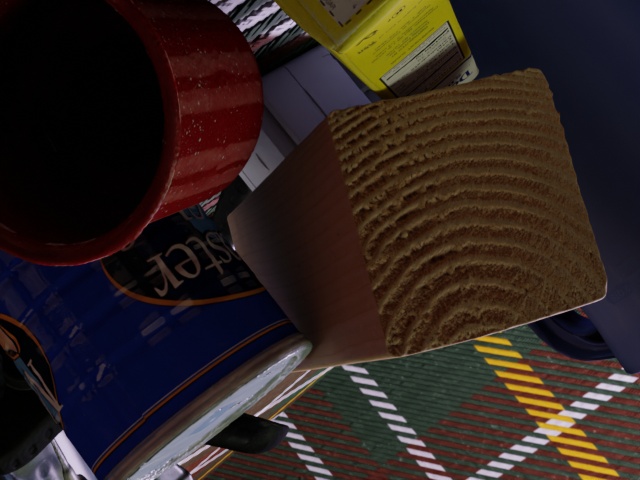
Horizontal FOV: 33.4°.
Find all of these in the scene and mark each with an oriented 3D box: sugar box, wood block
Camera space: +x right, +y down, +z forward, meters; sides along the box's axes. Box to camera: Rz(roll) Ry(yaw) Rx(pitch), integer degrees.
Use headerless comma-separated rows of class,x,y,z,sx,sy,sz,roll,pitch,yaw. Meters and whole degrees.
sugar box,0.009,-0.098,0.390,0.048,0.093,0.176,-40,171,11
wood block,0.028,0.003,0.474,0.090,0.091,0.206,-14,175,-16

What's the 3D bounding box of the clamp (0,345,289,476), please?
clamp,-0.128,0.062,0.508,0.210,0.164,0.036,-28,167,-4

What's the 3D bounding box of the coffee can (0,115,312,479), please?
coffee can,-0.086,0.021,0.445,0.102,0.140,0.103,-37,171,-7

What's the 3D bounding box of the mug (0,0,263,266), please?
mug,-0.068,-0.056,0.355,0.081,0.093,0.117,-29,131,-67
